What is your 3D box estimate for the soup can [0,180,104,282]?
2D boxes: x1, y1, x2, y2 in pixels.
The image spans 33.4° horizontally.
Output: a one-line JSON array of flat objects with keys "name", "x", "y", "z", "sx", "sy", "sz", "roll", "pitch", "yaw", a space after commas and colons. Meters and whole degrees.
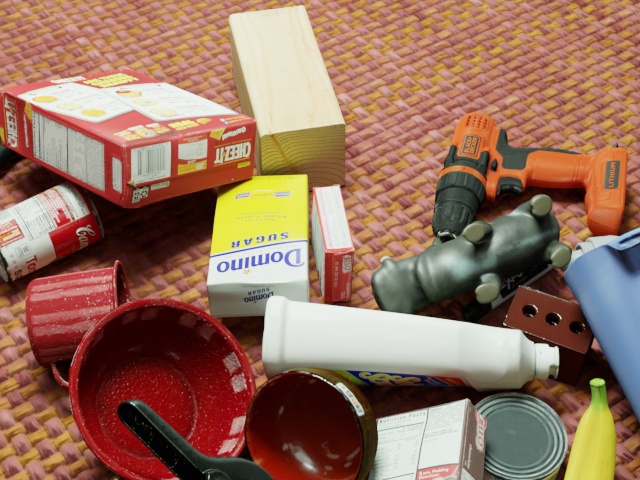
[{"name": "soup can", "x": -0.272, "y": -0.010, "z": 1.039, "sx": 0.102, "sy": 0.068, "sz": 0.069, "roll": -27, "pitch": 53, "yaw": -23}]

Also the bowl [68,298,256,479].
[{"name": "bowl", "x": -0.137, "y": 0.133, "z": 0.892, "sx": 0.161, "sy": 0.055, "sz": 0.162, "roll": 12, "pitch": 62, "yaw": -23}]

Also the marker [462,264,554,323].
[{"name": "marker", "x": 0.182, "y": 0.045, "z": 1.026, "sx": 0.121, "sy": 0.020, "sz": 0.020, "roll": -31, "pitch": 55, "yaw": -26}]

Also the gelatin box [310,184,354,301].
[{"name": "gelatin box", "x": 0.012, "y": 0.003, "z": 1.026, "sx": 0.030, "sy": 0.073, "sz": 0.089, "roll": -6, "pitch": 47, "yaw": -7}]

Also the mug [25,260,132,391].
[{"name": "mug", "x": -0.212, "y": 0.080, "z": 0.949, "sx": 0.081, "sy": 0.093, "sz": 0.117, "roll": -8, "pitch": 67, "yaw": -2}]

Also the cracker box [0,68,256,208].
[{"name": "cracker box", "x": -0.195, "y": -0.107, "z": 1.071, "sx": 0.214, "sy": 0.072, "sz": 0.163, "roll": 24, "pitch": 30, "yaw": 38}]

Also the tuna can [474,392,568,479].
[{"name": "tuna can", "x": 0.162, "y": 0.173, "z": 0.898, "sx": 0.086, "sy": 0.034, "sz": 0.086, "roll": 0, "pitch": 47, "yaw": 0}]

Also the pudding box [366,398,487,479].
[{"name": "pudding box", "x": 0.083, "y": 0.188, "z": 0.854, "sx": 0.090, "sy": 0.039, "sz": 0.113, "roll": -19, "pitch": 37, "yaw": 31}]

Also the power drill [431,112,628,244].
[{"name": "power drill", "x": 0.213, "y": -0.053, "z": 1.090, "sx": 0.188, "sy": 0.057, "sz": 0.184, "roll": 12, "pitch": 49, "yaw": 10}]

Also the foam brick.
[{"name": "foam brick", "x": 0.206, "y": 0.086, "z": 0.966, "sx": 0.078, "sy": 0.051, "sz": 0.053, "roll": 19, "pitch": 50, "yaw": 16}]

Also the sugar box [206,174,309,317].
[{"name": "sugar box", "x": -0.057, "y": 0.001, "z": 1.024, "sx": 0.093, "sy": 0.048, "sz": 0.176, "roll": -3, "pitch": 34, "yaw": 0}]

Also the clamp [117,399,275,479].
[{"name": "clamp", "x": -0.092, "y": 0.188, "z": 0.829, "sx": 0.171, "sy": 0.039, "sz": 0.120, "roll": 19, "pitch": 48, "yaw": -29}]

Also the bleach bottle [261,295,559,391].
[{"name": "bleach bottle", "x": 0.079, "y": 0.095, "z": 0.922, "sx": 0.251, "sy": 0.102, "sz": 0.068, "roll": 3, "pitch": 71, "yaw": 3}]

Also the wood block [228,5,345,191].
[{"name": "wood block", "x": -0.039, "y": -0.155, "z": 1.159, "sx": 0.090, "sy": 0.091, "sz": 0.206, "roll": -9, "pitch": 48, "yaw": -8}]
